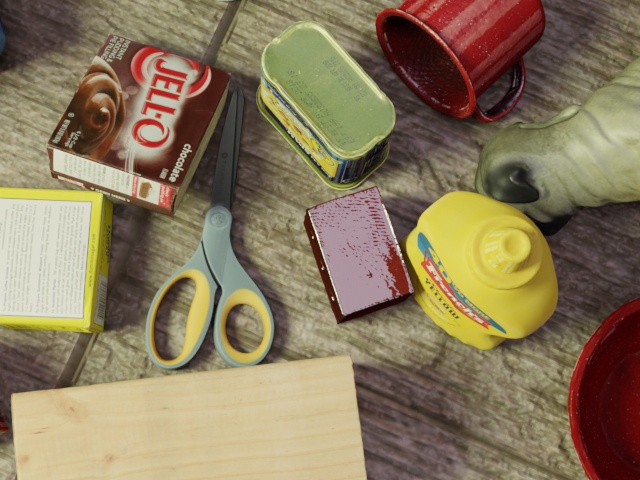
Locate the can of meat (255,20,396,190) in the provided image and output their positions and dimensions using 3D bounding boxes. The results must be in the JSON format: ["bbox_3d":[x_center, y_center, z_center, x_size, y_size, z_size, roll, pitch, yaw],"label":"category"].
[{"bbox_3d":[0.003,-0.090,0.717,0.057,0.084,0.102,-41,85,-8],"label":"can of meat"}]

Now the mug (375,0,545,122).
[{"bbox_3d":[0.105,-0.136,0.734,0.081,0.093,0.117,-43,116,-13],"label":"mug"}]

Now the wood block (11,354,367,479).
[{"bbox_3d":[-0.079,0.130,0.676,0.206,0.091,0.090,-6,81,-4],"label":"wood block"}]

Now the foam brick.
[{"bbox_3d":[0.024,0.010,0.718,0.051,0.053,0.078,-18,82,-5],"label":"foam brick"}]

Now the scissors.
[{"bbox_3d":[-0.055,0.001,0.735,0.096,0.016,0.201,23,81,0],"label":"scissors"}]

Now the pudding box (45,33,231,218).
[{"bbox_3d":[-0.119,-0.079,0.714,0.090,0.039,0.113,18,56,1],"label":"pudding box"}]

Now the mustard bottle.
[{"bbox_3d":[0.098,0.017,0.649,0.058,0.191,0.096,-37,84,-8],"label":"mustard bottle"}]

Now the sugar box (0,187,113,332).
[{"bbox_3d":[-0.232,0.012,0.712,0.176,0.048,0.093,3,79,2],"label":"sugar box"}]
